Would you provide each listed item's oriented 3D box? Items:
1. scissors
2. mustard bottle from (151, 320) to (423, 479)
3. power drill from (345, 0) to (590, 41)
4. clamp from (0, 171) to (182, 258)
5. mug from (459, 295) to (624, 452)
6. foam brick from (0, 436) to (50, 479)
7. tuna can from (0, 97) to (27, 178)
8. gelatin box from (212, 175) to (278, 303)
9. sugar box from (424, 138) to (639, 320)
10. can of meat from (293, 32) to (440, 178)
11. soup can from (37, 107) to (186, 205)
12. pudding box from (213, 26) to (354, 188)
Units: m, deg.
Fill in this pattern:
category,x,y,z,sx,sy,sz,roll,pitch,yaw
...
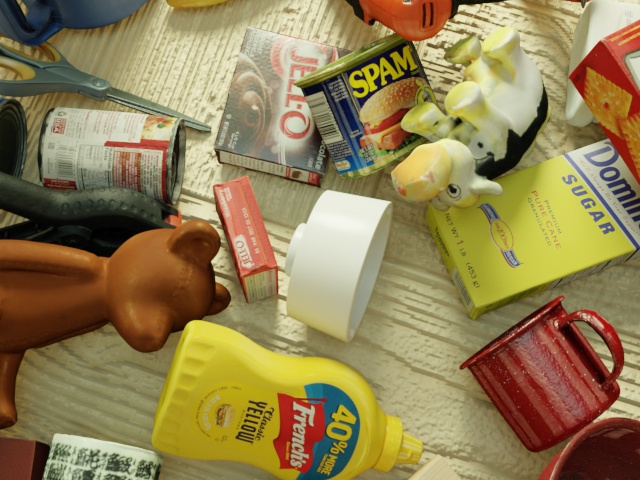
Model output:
category,x,y,z,sx,sy,sz,roll,pitch,yaw
scissors,-0.193,-0.116,0.844,0.202,0.016,0.096,29,37,8
mustard bottle,-0.018,0.127,0.765,0.191,0.058,0.096,17,105,-10
power drill,0.107,-0.215,0.847,0.187,0.057,0.184,-15,34,-15
clamp,-0.189,-0.019,0.791,0.171,0.120,0.039,-4,67,-7
mug,0.168,0.093,0.766,0.093,0.117,0.081,-27,79,-49
foam brick,-0.240,0.168,0.770,0.078,0.051,0.053,6,74,1
tuna can,-0.255,-0.068,0.817,0.034,0.086,0.086,9,75,3
gelatin box,-0.055,0.001,0.797,0.030,0.089,0.073,-17,76,-5
sugar box,0.180,-0.013,0.825,0.176,0.048,0.093,-21,75,-5
can of meat,0.041,-0.104,0.819,0.101,0.058,0.084,-32,104,-34
soup can,-0.160,-0.065,0.826,0.102,0.068,0.068,5,75,1
pudding box,-0.028,-0.107,0.853,0.090,0.039,0.113,13,76,2
